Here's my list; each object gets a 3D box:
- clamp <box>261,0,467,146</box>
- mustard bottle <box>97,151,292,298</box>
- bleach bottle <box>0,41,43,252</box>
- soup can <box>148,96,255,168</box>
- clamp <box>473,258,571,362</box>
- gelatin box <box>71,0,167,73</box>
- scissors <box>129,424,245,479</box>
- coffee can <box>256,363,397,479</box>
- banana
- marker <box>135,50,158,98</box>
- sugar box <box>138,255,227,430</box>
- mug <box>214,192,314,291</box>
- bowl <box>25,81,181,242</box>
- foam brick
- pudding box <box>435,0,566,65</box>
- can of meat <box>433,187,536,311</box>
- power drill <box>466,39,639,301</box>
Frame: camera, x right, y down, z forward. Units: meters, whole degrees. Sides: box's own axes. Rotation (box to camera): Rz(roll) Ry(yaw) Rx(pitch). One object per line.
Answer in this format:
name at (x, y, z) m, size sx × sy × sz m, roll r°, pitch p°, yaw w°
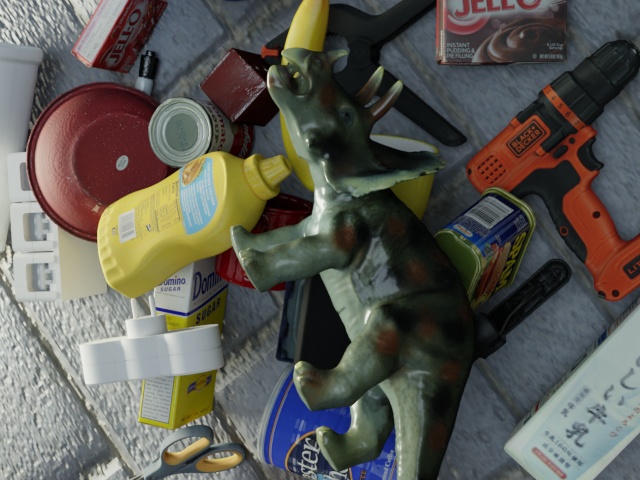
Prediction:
clamp at (0.048, -0.184, 1.002) m, size 0.210 × 0.036 × 0.164 m, roll 11°, pitch 97°, yaw 18°
mustard bottle at (-0.109, -0.027, 0.955) m, size 0.192 × 0.058 × 0.096 m, roll -27°, pitch 49°, yaw 20°
bleach bottle at (-0.346, -0.082, 1.120) m, size 0.103 × 0.067 × 0.251 m, roll 18°, pitch 103°, yaw 54°
soup can at (-0.113, -0.102, 1.029) m, size 0.069 × 0.102 × 0.068 m, roll 1°, pitch 93°, yaw 19°
clamp at (0.139, 0.085, 0.936) m, size 0.039 × 0.120 × 0.172 m, roll 53°, pitch 137°, yaw 17°
gelatin box at (-0.200, -0.212, 1.067) m, size 0.030 × 0.073 × 0.089 m, roll 37°, pitch 104°, yaw 14°
scissors at (-0.151, 0.241, 1.100) m, size 0.202 × 0.096 × 0.016 m, roll -46°, pitch 37°, yaw 42°
coffee can at (0.025, 0.182, 0.997) m, size 0.140 × 0.102 × 0.103 m, roll 17°, pitch 99°, yaw 17°
banana at (-0.009, -0.130, 0.986) m, size 0.070 × 0.037 × 0.198 m, roll -3°, pitch 94°, yaw 41°
marker at (-0.185, -0.135, 1.096) m, size 0.020 × 0.020 × 0.121 m, roll 15°, pitch 98°, yaw 18°
sugar box at (-0.131, 0.089, 1.051) m, size 0.048 × 0.093 × 0.176 m, roll 12°, pitch 97°, yaw 17°
mug at (-0.057, 0.001, 1.011) m, size 0.093 × 0.117 × 0.081 m, roll 12°, pitch 102°, yaw 2°
bowl at (-0.200, -0.076, 1.037) m, size 0.161 × 0.055 × 0.162 m, roll -1°, pitch 92°, yaw -23°
foam brick at (-0.069, -0.146, 1.024) m, size 0.051 × 0.078 × 0.053 m, roll -46°, pitch 79°, yaw 17°
pudding box at (0.159, -0.200, 0.942) m, size 0.113 × 0.039 × 0.090 m, roll -1°, pitch 94°, yaw -7°
can of meat at (0.134, 0.016, 0.934) m, size 0.057 × 0.083 × 0.102 m, roll 36°, pitch 137°, yaw 24°
power drill at (0.247, -0.056, 0.931) m, size 0.185 × 0.057 × 0.188 m, roll -43°, pitch 77°, yaw 20°
